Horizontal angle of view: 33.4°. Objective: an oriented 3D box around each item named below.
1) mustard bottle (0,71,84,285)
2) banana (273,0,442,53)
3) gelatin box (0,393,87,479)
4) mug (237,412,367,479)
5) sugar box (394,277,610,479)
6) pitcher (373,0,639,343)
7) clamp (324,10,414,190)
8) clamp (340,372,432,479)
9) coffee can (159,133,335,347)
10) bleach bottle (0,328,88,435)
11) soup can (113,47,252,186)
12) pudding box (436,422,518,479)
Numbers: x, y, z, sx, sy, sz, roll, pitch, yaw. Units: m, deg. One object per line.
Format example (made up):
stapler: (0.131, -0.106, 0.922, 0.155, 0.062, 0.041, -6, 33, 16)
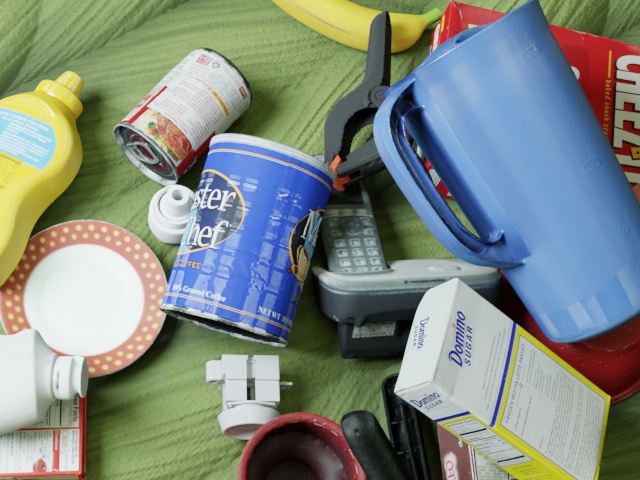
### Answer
mustard bottle: (-0.246, -0.059, 0.850, 0.096, 0.058, 0.191, 20, 65, 20)
banana: (0.011, -0.216, 0.974, 0.197, 0.037, 0.069, 22, 50, -3)
gelatin box: (-0.220, 0.142, 0.796, 0.089, 0.030, 0.073, 0, 68, -10)
mug: (-0.011, 0.190, 0.788, 0.093, 0.082, 0.117, -37, 80, -21)
sugar box: (0.139, 0.115, 0.794, 0.176, 0.048, 0.093, 36, 52, -20)
pitcher: (0.153, -0.043, 0.800, 0.149, 0.145, 0.243, -30, 94, 14)
clamp: (0.051, -0.121, 0.896, 0.171, 0.039, 0.120, -46, 51, -11)
clamp: (0.073, 0.201, 0.797, 0.036, 0.164, 0.210, -19, 95, 15)
coffee can: (-0.055, 0.001, 0.826, 0.102, 0.103, 0.140, 17, 80, -4)
bleach bottle: (-0.293, 0.088, 0.763, 0.251, 0.068, 0.102, 1, 70, -1)
soup can: (-0.113, -0.104, 0.889, 0.068, 0.069, 0.102, 38, 67, 5)
pudding box: (0.135, 0.150, 0.837, 0.089, 0.039, 0.113, 13, 65, -37)
